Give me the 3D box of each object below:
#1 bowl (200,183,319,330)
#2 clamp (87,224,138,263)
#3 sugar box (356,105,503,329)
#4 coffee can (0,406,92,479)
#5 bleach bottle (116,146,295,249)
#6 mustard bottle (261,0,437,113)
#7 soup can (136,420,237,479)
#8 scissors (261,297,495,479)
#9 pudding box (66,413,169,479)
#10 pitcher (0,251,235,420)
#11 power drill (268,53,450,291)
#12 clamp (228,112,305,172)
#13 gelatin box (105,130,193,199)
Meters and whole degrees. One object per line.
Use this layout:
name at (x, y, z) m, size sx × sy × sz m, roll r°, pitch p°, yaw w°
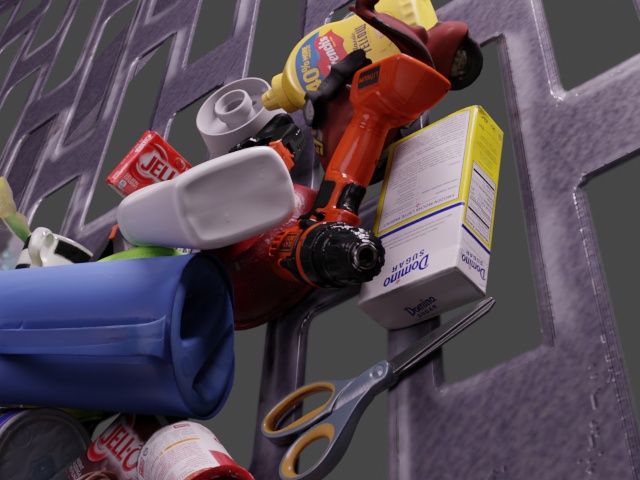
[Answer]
bowl at (-0.056, 0.001, 0.962) m, size 0.162 × 0.055 × 0.162 m, roll -30°, pitch 34°, yaw 23°
clamp at (-0.236, 0.062, 1.116) m, size 0.120 × 0.039 × 0.171 m, roll -20°, pitch 41°, yaw 26°
sugar box at (0.088, -0.019, 0.826) m, size 0.094 × 0.048 × 0.176 m, roll -24°, pitch 39°, yaw 37°
coffee can at (-0.279, 0.197, 0.940) m, size 0.141 × 0.102 × 0.102 m, roll -8°, pitch 46°, yaw 45°
bleach bottle at (-0.115, -0.030, 0.935) m, size 0.102 × 0.068 × 0.251 m, roll -21°, pitch 7°, yaw -22°
mustard bottle at (0.024, -0.173, 1.051) m, size 0.192 × 0.058 × 0.096 m, roll -23°, pitch 64°, yaw 25°
soup can at (-0.088, 0.181, 0.769) m, size 0.068 × 0.068 × 0.102 m, roll -47°, pitch 30°, yaw -5°
scissors at (0.038, 0.113, 0.754) m, size 0.202 × 0.016 × 0.096 m, roll -27°, pitch 36°, yaw 27°
pudding box at (-0.153, 0.187, 0.866) m, size 0.090 × 0.039 × 0.114 m, roll -47°, pitch 31°, yaw -6°
pitcher at (-0.201, 0.078, 0.871) m, size 0.243 × 0.149 × 0.145 m, roll -2°, pitch 43°, yaw 18°
power drill at (0.031, -0.049, 0.825) m, size 0.187 × 0.057 × 0.185 m, roll -63°, pitch 18°, yaw -9°
clamp at (-0.061, -0.083, 1.025) m, size 0.164 × 0.036 × 0.210 m, roll -38°, pitch 14°, yaw -21°
gelatin box at (-0.174, -0.062, 1.142) m, size 0.073 × 0.089 × 0.030 m, roll -51°, pitch 31°, yaw -12°
